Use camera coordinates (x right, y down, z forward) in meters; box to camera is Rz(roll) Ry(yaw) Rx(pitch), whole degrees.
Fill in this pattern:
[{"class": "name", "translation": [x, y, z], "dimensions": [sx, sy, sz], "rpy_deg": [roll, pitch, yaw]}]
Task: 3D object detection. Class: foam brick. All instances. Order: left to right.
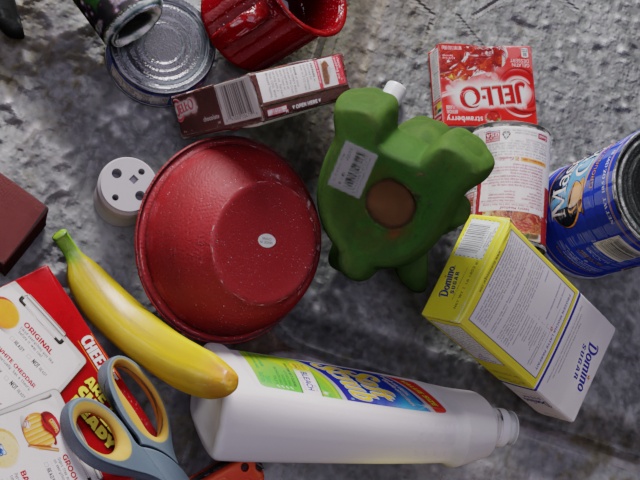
[{"class": "foam brick", "translation": [-0.234, -0.012, 0.773], "dimensions": [0.051, 0.078, 0.053], "rpy_deg": [38, 74, -8]}]

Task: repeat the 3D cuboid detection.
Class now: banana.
[{"class": "banana", "translation": [-0.128, 0.066, 0.771], "dimensions": [0.198, 0.069, 0.037], "rpy_deg": [34, 70, 28]}]

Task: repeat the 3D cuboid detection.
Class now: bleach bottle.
[{"class": "bleach bottle", "translation": [0.033, 0.132, 0.820], "dimensions": [0.250, 0.103, 0.068], "rpy_deg": [8, 105, -20]}]

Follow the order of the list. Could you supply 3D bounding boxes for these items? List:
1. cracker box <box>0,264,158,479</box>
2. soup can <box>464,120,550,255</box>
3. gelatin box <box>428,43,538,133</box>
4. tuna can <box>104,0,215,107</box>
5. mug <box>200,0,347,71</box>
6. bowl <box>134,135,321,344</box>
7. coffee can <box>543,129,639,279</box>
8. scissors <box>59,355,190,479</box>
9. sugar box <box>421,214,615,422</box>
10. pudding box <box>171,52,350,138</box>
[{"class": "cracker box", "translation": [-0.224, 0.131, 0.700], "dimensions": [0.164, 0.072, 0.213], "rpy_deg": [57, 33, -1]}, {"class": "soup can", "translation": [0.156, -0.041, 0.888], "dimensions": [0.068, 0.069, 0.102], "rpy_deg": [8, 78, -14]}, {"class": "gelatin box", "translation": [0.140, -0.130, 0.918], "dimensions": [0.089, 0.030, 0.073], "rpy_deg": [0, 81, -15]}, {"class": "tuna can", "translation": [-0.127, -0.152, 0.848], "dimensions": [0.086, 0.034, 0.086], "rpy_deg": [2, 80, -15]}, {"class": "mug", "translation": [-0.044, -0.179, 0.830], "dimensions": [0.093, 0.082, 0.117], "rpy_deg": [54, 40, -14]}, {"class": "bowl", "translation": [-0.055, 0.001, 0.802], "dimensions": [0.161, 0.055, 0.162], "rpy_deg": [-2, 94, -34]}, {"class": "coffee can", "translation": [0.249, -0.028, 0.872], "dimensions": [0.102, 0.140, 0.103], "rpy_deg": [3, 80, -15]}, {"class": "scissors", "translation": [-0.110, 0.172, 0.727], "dimensions": [0.096, 0.016, 0.202], "rpy_deg": [-13, 71, -53]}, {"class": "sugar box", "translation": [0.161, 0.064, 0.845], "dimensions": [0.176, 0.048, 0.093], "rpy_deg": [42, 70, -38]}, {"class": "pudding box", "translation": [-0.046, -0.109, 0.810], "dimensions": [0.089, 0.114, 0.039], "rpy_deg": [-21, 102, -37]}]
